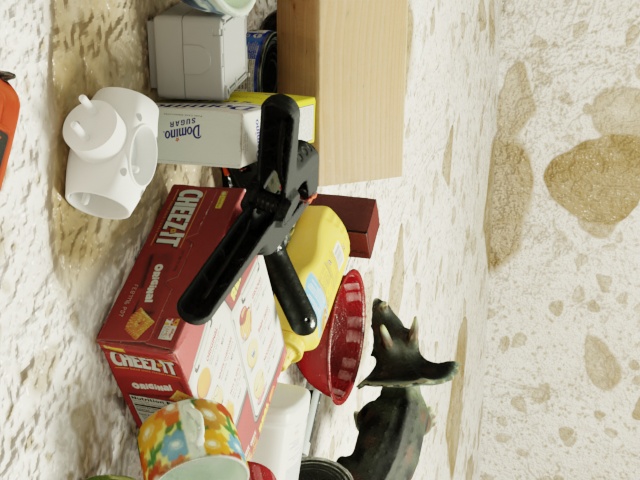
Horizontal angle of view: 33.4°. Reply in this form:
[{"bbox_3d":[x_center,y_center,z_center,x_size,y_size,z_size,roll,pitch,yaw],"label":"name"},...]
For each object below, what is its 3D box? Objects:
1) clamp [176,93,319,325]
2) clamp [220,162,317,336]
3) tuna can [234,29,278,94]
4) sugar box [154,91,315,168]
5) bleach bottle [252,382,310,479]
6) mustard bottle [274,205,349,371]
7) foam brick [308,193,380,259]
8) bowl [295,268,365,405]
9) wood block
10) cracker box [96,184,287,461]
[{"bbox_3d":[-0.042,-0.020,0.782,0.164,0.036,0.210,-64,173,4],"label":"clamp"},{"bbox_3d":[-0.056,0.001,0.965,0.039,0.120,0.171,-21,99,-26],"label":"clamp"},{"bbox_3d":[-0.057,-0.150,0.977,0.086,0.034,0.086,6,90,-74],"label":"tuna can"},{"bbox_3d":[-0.073,-0.090,0.833,0.176,0.093,0.048,-29,123,-72],"label":"sugar box"},{"bbox_3d":[-0.059,0.274,1.071,0.102,0.068,0.251,-22,119,-72],"label":"bleach bottle"},{"bbox_3d":[-0.019,0.059,1.139,0.096,0.058,0.191,74,26,-44],"label":"mustard bottle"},{"bbox_3d":[0.025,-0.017,1.235,0.053,0.078,0.051,77,24,-53],"label":"foam brick"},{"bbox_3d":[0.008,0.111,1.260,0.162,0.055,0.162,6,90,-74],"label":"bowl"},{"bbox_3d":[0.017,-0.161,0.946,0.090,0.090,0.206,-147,-127,-59],"label":"wood block"},{"bbox_3d":[-0.094,0.086,0.859,0.213,0.072,0.164,78,23,-46],"label":"cracker box"}]
